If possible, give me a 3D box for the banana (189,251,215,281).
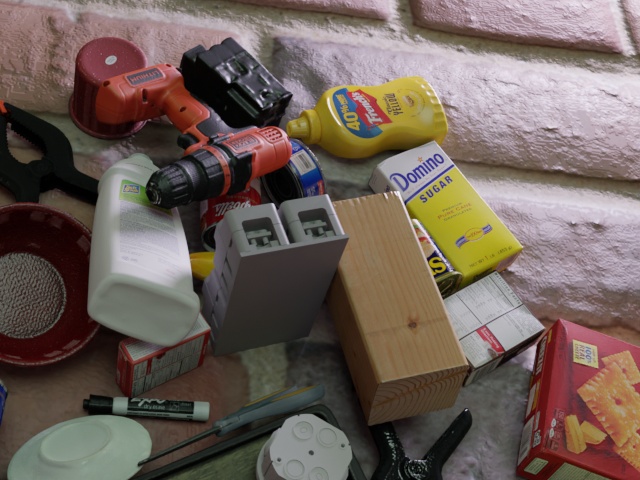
[{"bbox_3d":[-0.052,0.015,1.139,0.197,0.069,0.037,-18,38,-16],"label":"banana"}]

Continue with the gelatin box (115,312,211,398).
[{"bbox_3d":[-0.155,0.110,1.040,0.089,0.073,0.030,-23,63,-26],"label":"gelatin box"}]

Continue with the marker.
[{"bbox_3d":[-0.169,0.162,1.034,0.121,0.020,0.020,5,55,-11],"label":"marker"}]

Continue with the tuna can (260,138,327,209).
[{"bbox_3d":[-0.032,-0.068,1.190,0.033,0.086,0.086,-29,67,-28],"label":"tuna can"}]

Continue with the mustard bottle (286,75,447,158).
[{"bbox_3d":[0.051,-0.145,1.283,0.191,0.058,0.096,-10,61,-20],"label":"mustard bottle"}]

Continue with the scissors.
[{"bbox_3d":[-0.070,0.166,0.985,0.201,0.096,0.016,-18,89,-57],"label":"scissors"}]

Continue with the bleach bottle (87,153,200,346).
[{"bbox_3d":[-0.175,-0.008,1.061,0.102,0.068,0.251,22,29,-22],"label":"bleach bottle"}]

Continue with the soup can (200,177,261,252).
[{"bbox_3d":[-0.097,-0.042,1.166,0.068,0.069,0.102,3,54,-13],"label":"soup can"}]

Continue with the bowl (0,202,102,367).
[{"bbox_3d":[-0.288,0.047,1.043,0.161,0.055,0.162,7,72,-23],"label":"bowl"}]

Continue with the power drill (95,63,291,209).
[{"bbox_3d":[-0.150,-0.109,1.116,0.188,0.057,0.184,38,40,26],"label":"power drill"}]

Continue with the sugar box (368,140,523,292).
[{"bbox_3d":[0.143,-0.030,1.234,0.093,0.048,0.176,-24,66,-27],"label":"sugar box"}]

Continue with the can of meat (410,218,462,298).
[{"bbox_3d":[0.089,0.034,1.165,0.102,0.057,0.084,-23,62,-20],"label":"can of meat"}]

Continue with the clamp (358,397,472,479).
[{"bbox_3d":[0.079,0.221,1.045,0.120,0.039,0.171,19,53,1],"label":"clamp"}]

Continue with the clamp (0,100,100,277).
[{"bbox_3d":[-0.289,-0.069,1.153,0.164,0.036,0.210,-19,66,-27],"label":"clamp"}]

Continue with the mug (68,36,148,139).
[{"bbox_3d":[-0.227,-0.174,1.215,0.117,0.082,0.093,10,54,-7],"label":"mug"}]

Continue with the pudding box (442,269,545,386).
[{"bbox_3d":[0.174,0.093,1.160,0.113,0.039,0.090,-24,64,-30],"label":"pudding box"}]

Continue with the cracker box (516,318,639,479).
[{"bbox_3d":[0.323,0.194,1.107,0.213,0.072,0.164,20,54,-1],"label":"cracker box"}]

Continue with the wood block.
[{"bbox_3d":[0.063,0.063,1.052,0.090,0.090,0.206,-10,56,-12],"label":"wood block"}]
